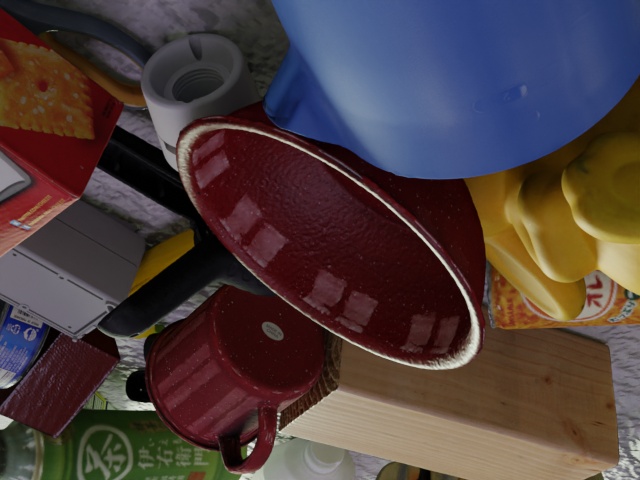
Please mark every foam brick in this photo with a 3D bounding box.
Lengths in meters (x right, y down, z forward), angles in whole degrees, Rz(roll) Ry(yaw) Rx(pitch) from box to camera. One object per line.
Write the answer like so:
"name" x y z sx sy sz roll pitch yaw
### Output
"foam brick" -0.184 0.086 0.737 0.051 0.053 0.078 34 100 -34

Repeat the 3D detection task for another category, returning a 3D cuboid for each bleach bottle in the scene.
"bleach bottle" -0.018 0.239 0.977 0.102 0.068 0.251 12 145 -10

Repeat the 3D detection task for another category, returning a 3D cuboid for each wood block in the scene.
"wood block" 0.086 0.098 0.715 0.205 0.090 0.091 17 146 -19

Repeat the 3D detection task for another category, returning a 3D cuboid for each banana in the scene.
"banana" -0.091 0.023 0.678 0.069 0.037 0.198 -8 162 -38

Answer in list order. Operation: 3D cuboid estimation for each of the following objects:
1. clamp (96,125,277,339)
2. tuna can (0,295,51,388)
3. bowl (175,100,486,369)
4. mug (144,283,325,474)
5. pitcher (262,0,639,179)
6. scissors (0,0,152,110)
"clamp" -0.054 0.001 0.555 0.171 0.120 0.039 9 153 -32
"tuna can" -0.205 0.051 0.687 0.033 0.086 0.086 26 142 -32
"bowl" 0.015 -0.013 0.476 0.162 0.055 0.162 31 156 15
"mug" -0.049 0.084 0.654 0.093 0.117 0.082 11 146 -30
"pitcher" 0.029 -0.146 0.323 0.145 0.149 0.242 12 151 32
"scissors" -0.169 -0.107 0.501 0.201 0.016 0.096 26 142 -29
